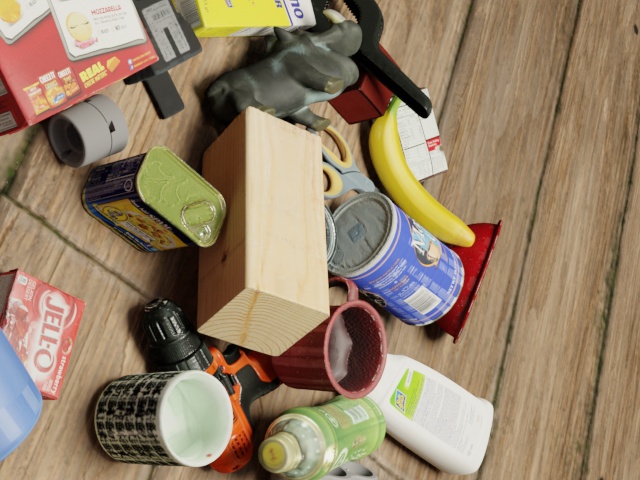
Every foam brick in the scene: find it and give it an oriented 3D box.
[{"bbox_3d":[0.051,-0.183,1.243,0.051,0.053,0.078,44,52,-34],"label":"foam brick"}]

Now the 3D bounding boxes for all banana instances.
[{"bbox_3d":[0.107,-0.069,1.247,0.037,0.070,0.198,-26,88,-53],"label":"banana"}]

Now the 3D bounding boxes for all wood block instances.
[{"bbox_3d":[-0.055,-0.010,1.003,0.090,0.091,0.206,21,49,-29],"label":"wood block"}]

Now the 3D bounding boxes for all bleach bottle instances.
[{"bbox_3d":[0.100,0.177,1.225,0.250,0.068,0.102,40,55,-35],"label":"bleach bottle"}]

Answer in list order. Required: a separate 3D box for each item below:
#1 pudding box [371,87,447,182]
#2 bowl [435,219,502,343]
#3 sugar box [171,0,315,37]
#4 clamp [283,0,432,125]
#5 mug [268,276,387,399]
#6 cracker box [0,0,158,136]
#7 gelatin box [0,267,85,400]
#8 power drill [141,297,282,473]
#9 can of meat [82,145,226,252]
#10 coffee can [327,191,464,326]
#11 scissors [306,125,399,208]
[{"bbox_3d":[0.108,-0.126,1.309,0.089,0.039,0.113,-22,98,-48],"label":"pudding box"},{"bbox_3d":[0.167,0.041,1.296,0.162,0.055,0.162,22,89,-84],"label":"bowl"},{"bbox_3d":[-0.082,-0.261,1.109,0.175,0.048,0.093,-16,93,-48],"label":"sugar box"},{"bbox_3d":[0.039,-0.216,1.195,0.164,0.036,0.210,2,66,-7],"label":"clamp"},{"bbox_3d":[0.006,0.092,1.026,0.093,0.082,0.117,21,72,-46],"label":"mug"},{"bbox_3d":[-0.250,-0.214,0.889,0.163,0.072,0.213,-40,112,-46],"label":"cracker box"},{"bbox_3d":[-0.239,0.078,0.876,0.073,0.030,0.089,34,59,-40],"label":"gelatin box"},{"bbox_3d":[-0.080,0.102,1.037,0.187,0.057,0.184,-41,117,-42],"label":"power drill"},{"bbox_3d":[-0.150,-0.033,0.958,0.102,0.084,0.057,41,54,-36],"label":"can of meat"},{"bbox_3d":[0.081,0.022,1.200,0.140,0.103,0.102,35,58,-40],"label":"coffee can"},{"bbox_3d":[0.041,-0.053,1.235,0.201,0.016,0.096,49,50,-31],"label":"scissors"}]
